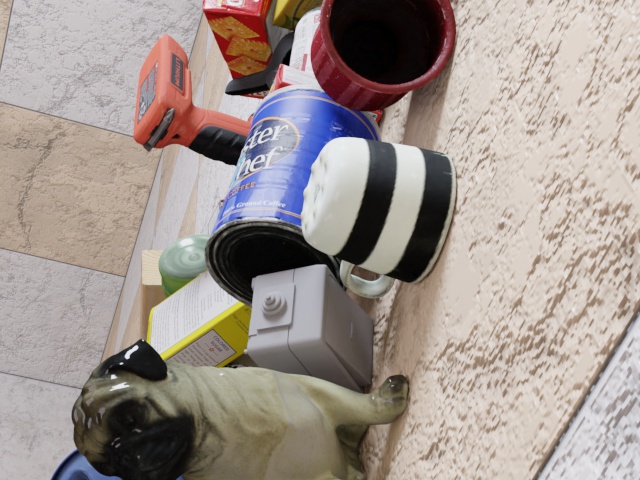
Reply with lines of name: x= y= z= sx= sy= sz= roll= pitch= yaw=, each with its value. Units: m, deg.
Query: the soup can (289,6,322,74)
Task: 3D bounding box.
soup can: x=0.007 y=-0.143 z=0.923 sx=0.069 sy=0.068 sz=0.102 roll=124 pitch=156 yaw=-56

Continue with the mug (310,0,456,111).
mug: x=0.046 y=-0.146 z=0.747 sx=0.117 sy=0.093 sz=0.081 roll=-47 pitch=3 yaw=-12

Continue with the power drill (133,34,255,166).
power drill: x=-0.067 y=-0.110 z=0.944 sx=0.057 sy=0.187 sz=0.184 roll=-51 pitch=29 yaw=36

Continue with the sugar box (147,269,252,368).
sugar box: x=-0.063 y=0.048 z=0.879 sx=0.176 sy=0.048 sz=0.093 roll=-32 pitch=29 yaw=14

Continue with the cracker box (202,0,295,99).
cracker box: x=-0.067 y=-0.275 z=1.204 sx=0.213 sy=0.072 sz=0.164 roll=71 pitch=-152 yaw=-72

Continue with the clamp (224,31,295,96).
clamp: x=-0.044 y=-0.169 z=1.130 sx=0.172 sy=0.039 sz=0.120 roll=-52 pitch=59 yaw=32

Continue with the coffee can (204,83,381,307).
coffee can: x=-0.017 y=-0.030 z=0.780 sx=0.103 sy=0.102 sz=0.140 roll=120 pitch=170 yaw=-49
